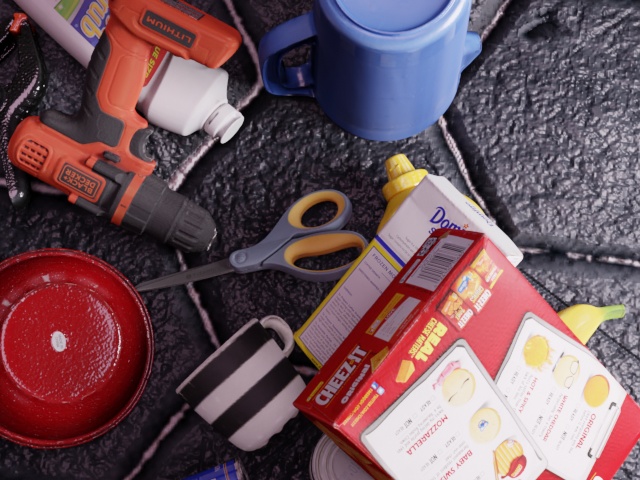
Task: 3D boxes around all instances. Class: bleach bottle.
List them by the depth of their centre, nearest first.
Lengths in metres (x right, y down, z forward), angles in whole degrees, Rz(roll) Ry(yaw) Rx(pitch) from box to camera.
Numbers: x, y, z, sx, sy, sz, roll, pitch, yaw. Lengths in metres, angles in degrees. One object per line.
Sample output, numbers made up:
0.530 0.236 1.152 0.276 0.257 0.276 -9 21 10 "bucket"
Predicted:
-0.162 -0.181 0.917 0.251 0.068 0.102 41 82 6 "bleach bottle"

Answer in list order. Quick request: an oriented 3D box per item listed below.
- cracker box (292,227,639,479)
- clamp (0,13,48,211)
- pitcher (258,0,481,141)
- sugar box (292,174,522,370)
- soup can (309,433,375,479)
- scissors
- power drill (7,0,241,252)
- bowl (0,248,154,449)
0.110 0.120 0.747 0.213 0.072 0.164 45 76 -24 "cracker box"
-0.292 -0.114 0.913 0.120 0.039 0.171 9 74 -4 "clamp"
0.042 -0.162 0.820 0.145 0.243 0.149 35 86 6 "pitcher"
0.066 0.044 0.828 0.093 0.048 0.176 47 108 21 "sugar box"
0.025 0.172 0.815 0.068 0.102 0.068 0 77 -1 "soup can"
-0.056 0.001 0.895 0.202 0.016 0.096 -2 55 14 "scissors"
-0.137 -0.098 0.856 0.184 0.057 0.188 28 108 -8 "power drill"
-0.205 0.082 0.834 0.162 0.055 0.162 3 80 -19 "bowl"
